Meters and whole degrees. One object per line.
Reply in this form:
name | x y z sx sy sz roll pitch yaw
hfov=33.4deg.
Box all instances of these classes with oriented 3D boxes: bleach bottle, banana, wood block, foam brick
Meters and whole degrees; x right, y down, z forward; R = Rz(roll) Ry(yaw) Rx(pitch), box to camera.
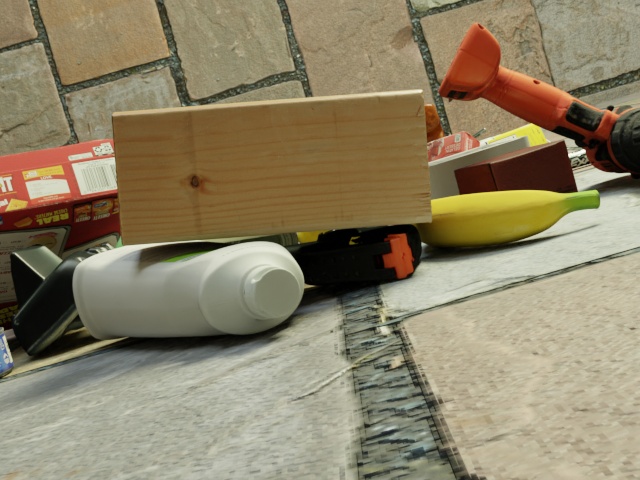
bleach bottle | -0.087 0.034 0.721 0.102 0.068 0.251 -18 7 -26
banana | 0.111 -0.013 0.768 0.069 0.037 0.198 3 -3 -27
wood block | -0.033 -0.050 0.743 0.206 0.091 0.090 -4 3 -2
foam brick | 0.154 -0.042 0.836 0.078 0.053 0.051 -18 5 -28

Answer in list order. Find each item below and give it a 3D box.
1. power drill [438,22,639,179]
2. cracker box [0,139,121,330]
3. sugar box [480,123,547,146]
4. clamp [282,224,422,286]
power drill | 0.192 -0.107 0.854 0.187 0.057 0.184 27 0 0
cracker box | -0.271 0.000 1.025 0.164 0.072 0.214 -12 -28 -23
sugar box | 0.171 -0.077 1.151 0.094 0.048 0.175 -31 -3 38
clamp | 0.022 0.007 0.803 0.164 0.036 0.210 -17 7 -28
